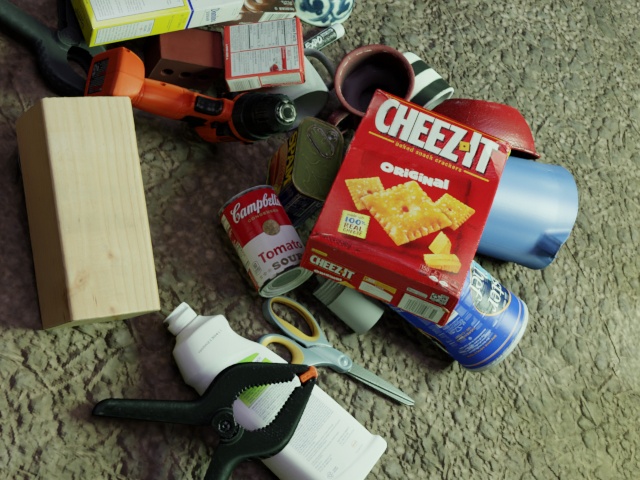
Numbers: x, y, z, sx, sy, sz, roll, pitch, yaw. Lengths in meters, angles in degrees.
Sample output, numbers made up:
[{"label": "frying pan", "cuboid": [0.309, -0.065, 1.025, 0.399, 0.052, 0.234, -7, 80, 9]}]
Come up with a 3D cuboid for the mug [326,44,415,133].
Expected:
[{"label": "mug", "cuboid": [0.055, -0.163, 1.255, 0.117, 0.081, 0.093, -41, 75, -8]}]

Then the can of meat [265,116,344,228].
[{"label": "can of meat", "cuboid": [-0.021, -0.074, 1.198, 0.057, 0.084, 0.102, 19, 58, -22]}]

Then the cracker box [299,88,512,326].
[{"label": "cracker box", "cuboid": [0.093, -0.039, 1.122, 0.164, 0.072, 0.213, 23, 59, 2]}]

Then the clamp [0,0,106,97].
[{"label": "clamp", "cuboid": [-0.273, -0.220, 1.150, 0.120, 0.039, 0.171, -42, 97, -34]}]

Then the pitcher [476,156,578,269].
[{"label": "pitcher", "cuboid": [0.173, -0.057, 1.290, 0.242, 0.149, 0.145, 13, 75, -22]}]

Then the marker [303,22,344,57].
[{"label": "marker", "cuboid": [-0.013, -0.241, 1.329, 0.020, 0.020, 0.120, 51, 52, 1]}]

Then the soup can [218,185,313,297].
[{"label": "soup can", "cuboid": [-0.057, 0.001, 1.140, 0.068, 0.069, 0.102, -15, 67, -36]}]

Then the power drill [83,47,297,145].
[{"label": "power drill", "cuboid": [-0.136, -0.143, 1.099, 0.187, 0.185, 0.057, 16, 82, -31]}]

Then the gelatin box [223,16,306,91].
[{"label": "gelatin box", "cuboid": [-0.063, -0.208, 1.198, 0.089, 0.030, 0.073, -6, 65, 4]}]

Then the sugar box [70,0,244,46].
[{"label": "sugar box", "cuboid": [-0.181, -0.274, 1.164, 0.176, 0.048, 0.093, -15, 75, -26]}]

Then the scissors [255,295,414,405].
[{"label": "scissors", "cuboid": [0.008, 0.141, 1.149, 0.201, 0.016, 0.096, 43, 50, -4]}]

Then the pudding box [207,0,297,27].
[{"label": "pudding box", "cuboid": [-0.095, -0.306, 1.300, 0.113, 0.039, 0.090, -6, 69, -33]}]

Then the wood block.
[{"label": "wood block", "cuboid": [-0.223, -0.026, 1.017, 0.090, 0.091, 0.206, -6, 84, -33]}]

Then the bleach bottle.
[{"label": "bleach bottle", "cuboid": [-0.055, 0.156, 1.077, 0.251, 0.068, 0.102, 45, 51, -1]}]

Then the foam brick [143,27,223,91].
[{"label": "foam brick", "cuboid": [-0.155, -0.208, 1.206, 0.078, 0.053, 0.051, 5, 64, -28]}]

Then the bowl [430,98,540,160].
[{"label": "bowl", "cuboid": [0.192, -0.139, 1.307, 0.161, 0.162, 0.055, 9, 90, -28]}]

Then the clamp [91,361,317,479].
[{"label": "clamp", "cuboid": [-0.100, 0.171, 1.011, 0.210, 0.036, 0.164, -38, 86, -9]}]

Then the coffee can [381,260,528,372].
[{"label": "coffee can", "cuboid": [0.149, 0.068, 1.204, 0.140, 0.103, 0.102, 39, 52, -19]}]
